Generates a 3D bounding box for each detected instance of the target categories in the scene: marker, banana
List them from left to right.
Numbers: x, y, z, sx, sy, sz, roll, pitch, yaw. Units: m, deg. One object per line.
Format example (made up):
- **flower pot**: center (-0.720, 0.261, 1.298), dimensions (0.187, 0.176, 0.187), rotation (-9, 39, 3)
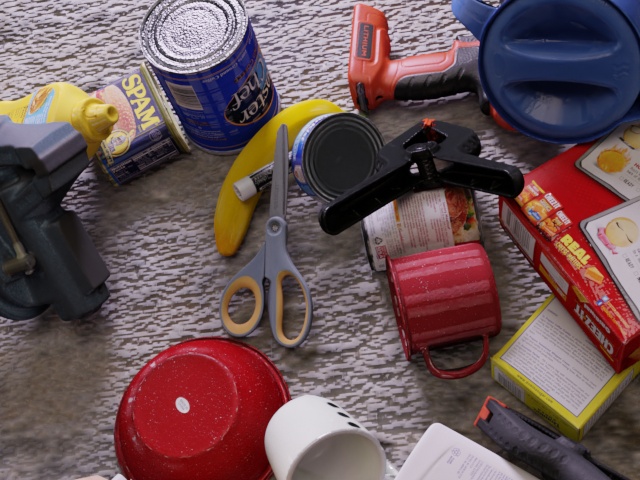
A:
- **banana**: center (-0.045, -0.073, 1.017), dimensions (0.070, 0.037, 0.197), rotation (38, 76, 26)
- **marker**: center (-0.026, -0.074, 0.994), dimensions (0.121, 0.020, 0.020), rotation (-31, 61, -16)

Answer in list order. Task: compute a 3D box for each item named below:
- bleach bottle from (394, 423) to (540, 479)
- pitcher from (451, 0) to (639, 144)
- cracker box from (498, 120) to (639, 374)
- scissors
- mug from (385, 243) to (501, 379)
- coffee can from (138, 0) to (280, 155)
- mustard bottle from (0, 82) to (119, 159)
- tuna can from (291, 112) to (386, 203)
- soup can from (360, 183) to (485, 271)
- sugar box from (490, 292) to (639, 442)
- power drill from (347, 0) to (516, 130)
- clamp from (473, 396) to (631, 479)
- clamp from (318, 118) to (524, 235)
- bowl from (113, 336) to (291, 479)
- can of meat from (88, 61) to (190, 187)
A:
- **bleach bottle**: center (0.170, 0.242, 0.801), dimensions (0.251, 0.068, 0.102), rotation (29, 73, 21)
- **pitcher**: center (0.222, -0.196, 0.921), dimensions (0.145, 0.149, 0.242), rotation (-13, 23, 32)
- **cracker box**: center (0.276, -0.019, 0.858), dimensions (0.213, 0.072, 0.164), rotation (-30, 61, -8)
- **scissors**: center (-0.056, 0.001, 0.964), dimensions (0.096, 0.016, 0.202), rotation (-15, 78, 14)
- **mug**: center (0.106, 0.059, 0.892), dimensions (0.081, 0.093, 0.117), rotation (-12, 63, 0)
- **coffee can**: center (-0.102, -0.160, 1.014), dimensions (0.103, 0.140, 0.103), rotation (-5, 63, 9)
- **mustard bottle**: center (-0.263, -0.100, 1.019), dimensions (0.192, 0.058, 0.096), rotation (-11, 63, 37)
- **tuna can**: center (0.017, -0.075, 0.980), dimensions (0.086, 0.034, 0.086), rotation (-2, 96, -22)
- **soup can**: center (0.089, -0.014, 0.943), dimensions (0.102, 0.068, 0.068), rotation (-11, 62, 7)
- **sugar box**: center (0.232, 0.071, 0.884), dimensions (0.176, 0.048, 0.093), rotation (-43, 63, -15)
- **power drill**: center (0.124, -0.191, 1.030), dimensions (0.188, 0.057, 0.184), rotation (1, 62, 13)
- **clamp**: center (0.198, 0.176, 0.822), dimensions (0.172, 0.120, 0.039), rotation (35, 92, 44)
- **clamp**: center (0.099, -0.064, 0.911), dimensions (0.165, 0.036, 0.209), rotation (-8, 21, 20)
- **bowl**: center (-0.107, 0.148, 0.909), dimensions (0.162, 0.055, 0.162), rotation (-5, 63, 10)
- **can of meat**: center (-0.188, -0.114, 1.056), dimensions (0.084, 0.057, 0.102), rotation (-28, 61, 0)
